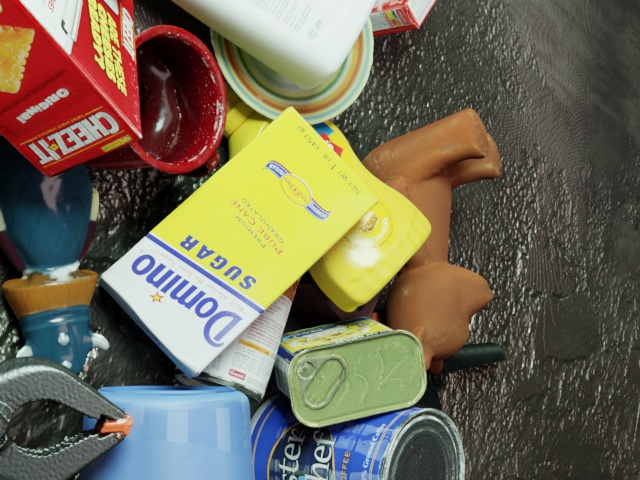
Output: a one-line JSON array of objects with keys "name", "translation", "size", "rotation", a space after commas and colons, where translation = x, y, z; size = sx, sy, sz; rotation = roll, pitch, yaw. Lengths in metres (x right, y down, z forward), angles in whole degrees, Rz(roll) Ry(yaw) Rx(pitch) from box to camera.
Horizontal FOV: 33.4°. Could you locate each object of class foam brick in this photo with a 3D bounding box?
[{"name": "foam brick", "translation": [0.002, 0.036, 0.859], "size": [0.078, 0.051, 0.053], "rotation": [50, 54, -36]}]

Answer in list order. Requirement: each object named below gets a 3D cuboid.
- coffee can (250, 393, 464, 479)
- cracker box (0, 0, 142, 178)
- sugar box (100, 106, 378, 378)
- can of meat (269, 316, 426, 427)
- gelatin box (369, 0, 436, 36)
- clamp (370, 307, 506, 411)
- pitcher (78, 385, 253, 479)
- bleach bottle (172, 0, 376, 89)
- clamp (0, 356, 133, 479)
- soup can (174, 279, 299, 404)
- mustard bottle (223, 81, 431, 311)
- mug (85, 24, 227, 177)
[{"name": "coffee can", "translation": [0.023, 0.172, 0.815], "size": [0.102, 0.141, 0.103], "rotation": [0, 90, -49]}, {"name": "cracker box", "translation": [-0.181, -0.160, 0.563], "size": [0.213, 0.072, 0.164], "rotation": [53, 20, -48]}, {"name": "sugar box", "translation": [-0.055, 0.001, 0.729], "size": [0.093, 0.048, 0.176], "rotation": [46, 74, -1]}, {"name": "can of meat", "translation": [0.016, 0.094, 0.794], "size": [0.102, 0.084, 0.057], "rotation": [-11, 98, -15]}, {"name": "gelatin box", "translation": [0.066, -0.215, 0.917], "size": [0.030, 0.073, 0.089], "rotation": [53, 53, -34]}, {"name": "clamp", "translation": [0.093, 0.133, 0.972], "size": [0.209, 0.036, 0.164], "rotation": [37, 62, -40]}, {"name": "pitcher", "translation": [-0.098, 0.218, 0.700], "size": [0.144, 0.149, 0.243], "rotation": [3, 84, -29]}, {"name": "bleach bottle", "translation": [-0.081, -0.209, 0.711], "size": [0.250, 0.068, 0.102], "rotation": [33, 71, -19]}, {"name": "clamp", "translation": [-0.196, 0.115, 0.604], "size": [0.171, 0.039, 0.120], "rotation": [11, 91, -16]}, {"name": "soup can", "translation": [-0.060, 0.061, 0.777], "size": [0.068, 0.069, 0.102], "rotation": [35, 65, -43]}, {"name": "mustard bottle", "translation": [-0.011, -0.044, 0.801], "size": [0.191, 0.058, 0.096], "rotation": [46, 64, -2]}, {"name": "mug", "translation": [-0.115, -0.082, 0.704], "size": [0.117, 0.082, 0.093], "rotation": [44, 58, -39]}]
